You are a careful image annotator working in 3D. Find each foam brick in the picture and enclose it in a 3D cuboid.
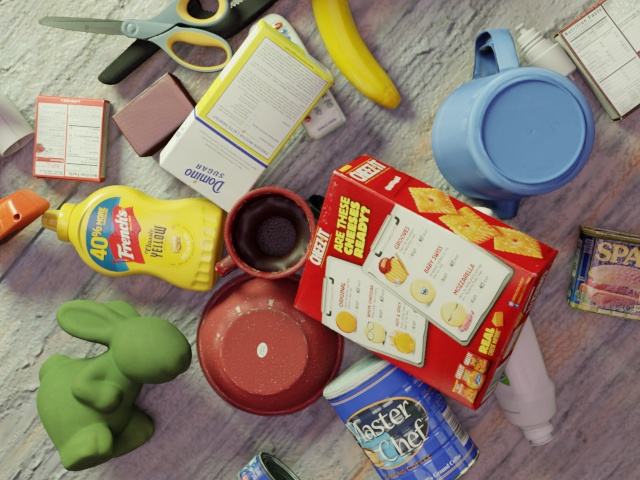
[{"bbox_3d":[-0.169,-0.130,1.118,0.078,0.053,0.051,-38,91,5],"label":"foam brick"}]

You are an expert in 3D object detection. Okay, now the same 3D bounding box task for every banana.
[{"bbox_3d":[0.030,-0.228,1.104,0.069,0.037,0.198,-12,93,5],"label":"banana"}]

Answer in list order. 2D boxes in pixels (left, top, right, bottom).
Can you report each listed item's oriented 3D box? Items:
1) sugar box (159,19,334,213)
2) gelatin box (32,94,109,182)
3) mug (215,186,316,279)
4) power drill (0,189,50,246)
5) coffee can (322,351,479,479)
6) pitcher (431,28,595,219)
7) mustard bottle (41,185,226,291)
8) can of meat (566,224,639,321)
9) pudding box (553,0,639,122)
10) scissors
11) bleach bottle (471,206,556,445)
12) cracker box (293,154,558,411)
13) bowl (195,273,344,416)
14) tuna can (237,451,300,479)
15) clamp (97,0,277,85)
[{"bbox_3d":[-0.075,-0.123,1.077,0.093,0.048,0.176,35,106,-19],"label":"sugar box"},{"bbox_3d":[-0.265,-0.108,1.137,0.073,0.030,0.089,4,95,2],"label":"gelatin box"},{"bbox_3d":[-0.057,0.001,1.101,0.117,0.081,0.093,-37,86,1],"label":"mug"},{"bbox_3d":[-0.364,-0.089,1.104,0.185,0.057,0.187,-33,92,35],"label":"power drill"},{"bbox_3d":[0.083,0.186,1.099,0.103,0.103,0.140,-34,92,5],"label":"coffee can"},{"bbox_3d":[0.177,-0.109,1.000,0.149,0.243,0.145,39,94,-1],"label":"pitcher"},{"bbox_3d":[-0.199,-0.008,1.126,0.191,0.058,0.096,9,100,3],"label":"mustard bottle"},{"bbox_3d":[0.310,0.034,1.096,0.102,0.057,0.084,10,98,4],"label":"can of meat"},{"bbox_3d":[0.308,-0.192,1.088,0.090,0.039,0.113,-36,89,6],"label":"pudding box"},{"bbox_3d":[-0.179,-0.233,1.090,0.201,0.016,0.096,20,99,-3],"label":"scissors"},{"bbox_3d":[0.180,0.092,1.097,0.068,0.103,0.251,-25,99,-14],"label":"bleach bottle"},{"bbox_3d":[0.096,0.037,1.024,0.214,0.072,0.164,29,122,20],"label":"cracker box"},{"bbox_3d":[-0.056,0.113,1.128,0.162,0.055,0.162,0,94,4],"label":"bowl"},{"bbox_3d":[-0.045,0.264,1.123,0.086,0.086,0.034,44,94,0],"label":"tuna can"},{"bbox_3d":[-0.145,-0.243,1.115,0.210,0.036,0.164,2,95,4],"label":"clamp"}]
